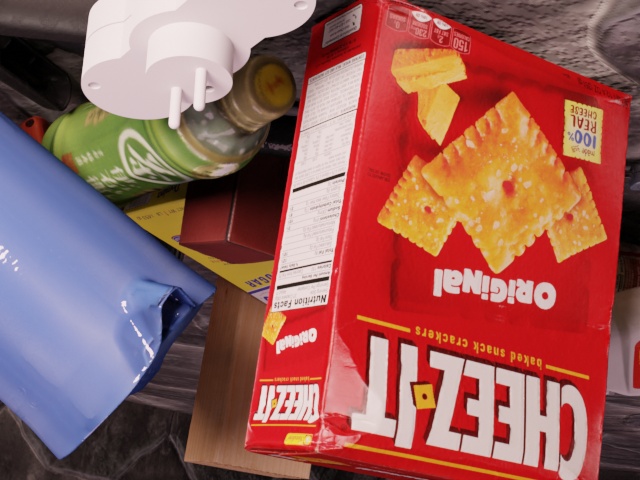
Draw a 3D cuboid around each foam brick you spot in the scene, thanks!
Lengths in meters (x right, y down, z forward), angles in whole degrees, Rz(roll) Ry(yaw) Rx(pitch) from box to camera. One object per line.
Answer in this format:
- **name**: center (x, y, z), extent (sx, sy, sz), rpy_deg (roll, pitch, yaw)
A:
- **foam brick**: center (-0.055, -0.027, 0.720), extent (0.051, 0.078, 0.052), rpy_deg (-7, 159, 43)

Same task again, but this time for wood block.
- **wood block**: center (-0.050, 0.101, 0.951), extent (0.090, 0.206, 0.090), rpy_deg (14, 165, -21)

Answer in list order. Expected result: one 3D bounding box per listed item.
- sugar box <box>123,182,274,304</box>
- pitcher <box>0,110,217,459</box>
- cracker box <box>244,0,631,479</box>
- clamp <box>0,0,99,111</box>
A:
- **sugar box**: center (-0.055, 0.001, 0.824), extent (0.176, 0.048, 0.094), rpy_deg (37, 151, -32)
- **pitcher**: center (-0.194, 0.004, 0.618), extent (0.243, 0.149, 0.145), rpy_deg (43, -173, -5)
- **cracker box**: center (0.065, 0.009, 0.517), extent (0.164, 0.213, 0.072), rpy_deg (16, 164, -28)
- **clamp**: center (-0.187, -0.114, 0.545), extent (0.209, 0.036, 0.165), rpy_deg (12, 165, -29)
